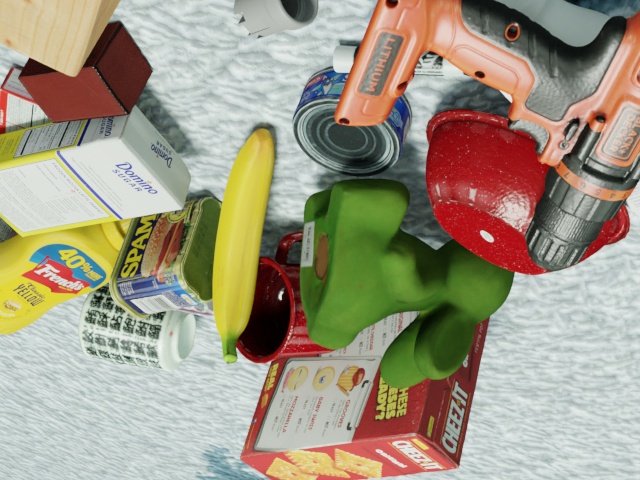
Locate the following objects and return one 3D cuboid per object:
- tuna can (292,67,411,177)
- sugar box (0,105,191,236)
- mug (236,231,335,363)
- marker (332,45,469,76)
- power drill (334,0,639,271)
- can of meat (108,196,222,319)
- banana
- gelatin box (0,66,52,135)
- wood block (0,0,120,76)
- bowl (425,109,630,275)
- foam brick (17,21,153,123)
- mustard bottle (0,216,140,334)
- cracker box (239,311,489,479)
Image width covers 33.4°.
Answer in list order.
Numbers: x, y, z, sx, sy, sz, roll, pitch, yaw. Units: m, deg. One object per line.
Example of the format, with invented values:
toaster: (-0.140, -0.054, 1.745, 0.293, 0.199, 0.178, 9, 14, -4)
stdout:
tuna can: (0.023, -0.087, 0.794, 0.086, 0.033, 0.086, 13, 145, 9)
sugar box: (-0.204, -0.056, 0.889, 0.176, 0.048, 0.093, -10, 140, 26)
mug: (-0.022, 0.050, 0.947, 0.081, 0.117, 0.093, 3, -172, -42)
marker: (0.068, -0.123, 0.735, 0.121, 0.020, 0.020, 6, 143, 20)
power drill: (0.108, -0.077, 0.638, 0.187, 0.057, 0.185, 19, 125, -2)
can of meat: (-0.129, 0.014, 0.949, 0.084, 0.102, 0.057, -11, 139, 34)
banana: (-0.063, 0.000, 0.892, 0.037, 0.198, 0.070, 1, -164, -24)
gelatin box: (-0.226, -0.100, 0.903, 0.089, 0.030, 0.073, 20, 145, -5)
wood block: (-0.156, -0.209, 0.666, 0.090, 0.090, 0.206, 26, 145, -9)
bowl: (0.133, -0.023, 0.758, 0.162, 0.055, 0.162, 31, 165, 9)
foam brick: (-0.181, -0.128, 0.823, 0.078, 0.053, 0.051, -1, 140, 29)
mustard bottle: (-0.249, 0.019, 1.012, 0.192, 0.058, 0.096, -26, 137, 11)
cracker box: (0.040, 0.131, 0.968, 0.214, 0.164, 0.072, -17, 134, 41)
